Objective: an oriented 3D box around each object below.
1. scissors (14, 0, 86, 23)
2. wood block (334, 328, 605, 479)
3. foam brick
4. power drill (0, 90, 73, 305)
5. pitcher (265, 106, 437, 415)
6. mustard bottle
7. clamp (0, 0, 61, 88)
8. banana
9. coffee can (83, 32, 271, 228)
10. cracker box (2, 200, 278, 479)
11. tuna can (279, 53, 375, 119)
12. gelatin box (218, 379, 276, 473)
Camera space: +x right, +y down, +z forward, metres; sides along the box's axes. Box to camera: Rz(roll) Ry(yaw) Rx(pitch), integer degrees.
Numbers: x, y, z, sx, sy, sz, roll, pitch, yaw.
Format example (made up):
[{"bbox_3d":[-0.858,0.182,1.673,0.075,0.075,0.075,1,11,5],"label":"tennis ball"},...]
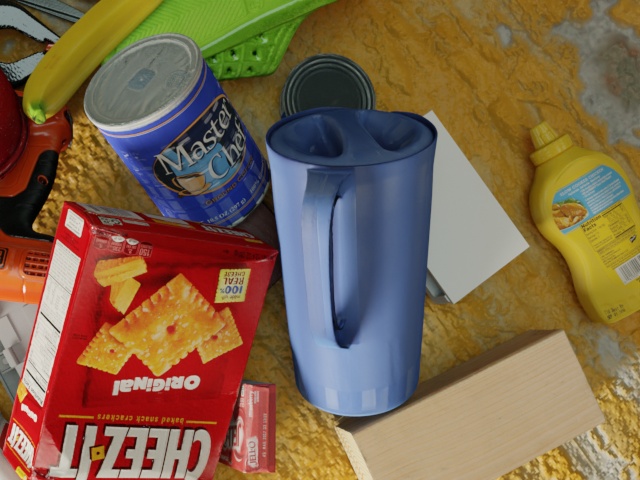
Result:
[{"bbox_3d":[-0.304,-0.215,0.943,0.201,0.016,0.096,36,82,-4],"label":"scissors"},{"bbox_3d":[0.129,0.162,0.939,0.206,0.090,0.091,-25,89,-10],"label":"wood block"},{"bbox_3d":[-0.056,0.001,0.943,0.051,0.053,0.078,-42,93,-11],"label":"foam brick"},{"bbox_3d":[-0.286,-0.038,0.875,0.184,0.057,0.187,9,61,-9],"label":"power drill"},{"bbox_3d":[0.024,0.023,0.866,0.149,0.145,0.243,-16,119,-26],"label":"pitcher"},{"bbox_3d":[0.250,-0.025,0.992,0.096,0.058,0.191,-31,90,-9],"label":"mustard bottle"},{"bbox_3d":[-0.309,-0.161,0.925,0.171,0.039,0.120,10,103,-11],"label":"clamp"},{"bbox_3d":[-0.191,-0.160,0.894,0.197,0.070,0.037,-58,134,-28],"label":"banana"},{"bbox_3d":[-0.115,-0.085,0.882,0.102,0.103,0.140,-42,136,-11],"label":"coffee can"},{"bbox_3d":[-0.141,0.088,0.845,0.163,0.072,0.214,10,101,-34],"label":"cracker box"},{"bbox_3d":[0.006,-0.125,0.975,0.086,0.034,0.086,1,84,-9],"label":"tuna can"},{"bbox_3d":[-0.063,0.157,0.908,0.030,0.089,0.073,3,84,-18],"label":"gelatin box"}]
